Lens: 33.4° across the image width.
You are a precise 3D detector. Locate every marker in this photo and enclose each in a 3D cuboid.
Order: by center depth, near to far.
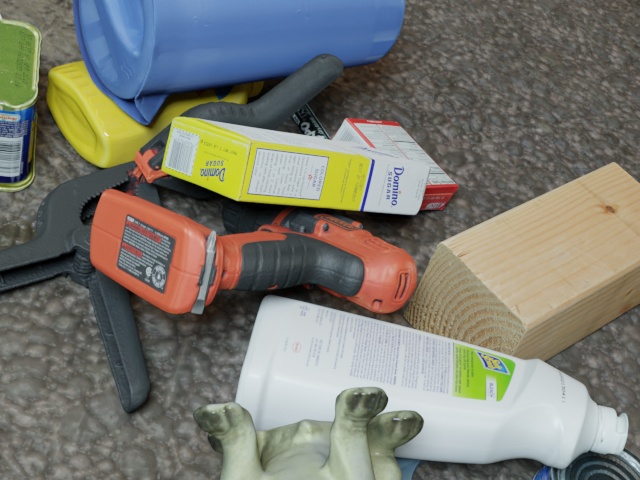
[{"bbox_3d":[-0.002,-0.087,0.908,0.020,0.020,0.121,-13,54,-30],"label":"marker"}]

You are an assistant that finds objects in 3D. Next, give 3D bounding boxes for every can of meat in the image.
[{"bbox_3d":[-0.236,-0.101,0.788,0.057,0.084,0.102,5,47,-17],"label":"can of meat"}]

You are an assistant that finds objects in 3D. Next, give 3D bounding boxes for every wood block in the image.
[{"bbox_3d":[0.177,0.026,0.819,0.205,0.090,0.091,-23,58,-35],"label":"wood block"}]

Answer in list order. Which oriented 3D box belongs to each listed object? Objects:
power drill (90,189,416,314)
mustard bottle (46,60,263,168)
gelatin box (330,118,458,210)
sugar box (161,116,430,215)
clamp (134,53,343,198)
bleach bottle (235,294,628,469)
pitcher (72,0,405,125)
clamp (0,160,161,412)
[{"bbox_3d":[-0.055,0.001,0.712,0.187,0.057,0.185,-1,16,-44],"label":"power drill"},{"bbox_3d":[-0.117,-0.121,0.870,0.191,0.058,0.096,-21,54,-35],"label":"mustard bottle"},{"bbox_3d":[0.061,-0.062,0.888,0.073,0.030,0.089,-4,48,-50],"label":"gelatin box"},{"bbox_3d":[-0.014,-0.051,0.762,0.175,0.048,0.093,6,12,-43],"label":"sugar box"},{"bbox_3d":[-0.054,-0.083,0.810,0.171,0.120,0.039,-10,34,-32],"label":"clamp"},{"bbox_3d":[0.074,0.105,0.696,0.251,0.068,0.102,12,35,1],"label":"bleach bottle"},{"bbox_3d":[-0.057,-0.192,0.819,0.242,0.149,0.145,-12,58,-34],"label":"pitcher"},{"bbox_3d":[-0.155,0.019,0.737,0.164,0.036,0.209,31,41,2],"label":"clamp"}]
